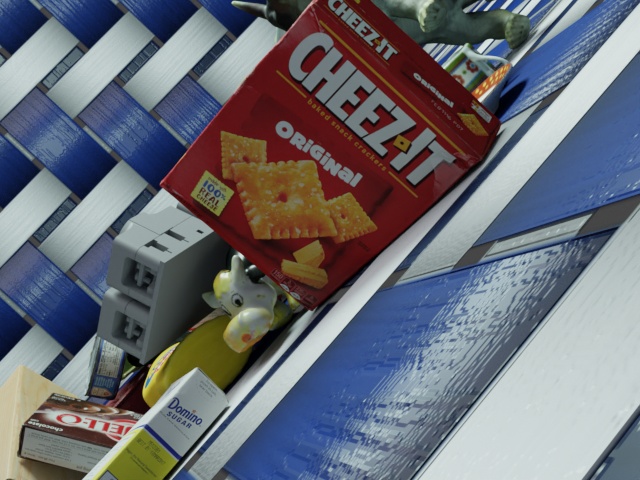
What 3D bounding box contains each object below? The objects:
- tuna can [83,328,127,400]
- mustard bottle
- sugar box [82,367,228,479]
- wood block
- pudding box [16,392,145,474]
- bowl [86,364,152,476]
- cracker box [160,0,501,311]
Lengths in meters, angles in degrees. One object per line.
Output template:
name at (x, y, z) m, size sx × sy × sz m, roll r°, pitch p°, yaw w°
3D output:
tuna can at (-0.235, 0.132, 1.176) m, size 0.086 × 0.033 × 0.086 m, roll -167°, pitch 90°, yaw -76°
mustard bottle at (-0.125, 0.124, 1.021) m, size 0.096 × 0.058 × 0.192 m, roll -47°, pitch 4°, yaw -21°
sugar box at (-0.150, 0.182, 0.839) m, size 0.176 × 0.048 × 0.093 m, roll -45°, pitch 3°, yaw -26°
wood block at (-0.294, 0.227, 1.065) m, size 0.091 × 0.090 × 0.206 m, roll -50°, pitch 23°, yaw 10°
pudding box at (-0.219, 0.187, 1.017) m, size 0.090 × 0.113 × 0.039 m, roll -70°, pitch -9°, yaw -79°
bowl at (-0.226, 0.213, 1.201) m, size 0.162 × 0.055 × 0.162 m, roll -46°, pitch 4°, yaw 4°
cracker box at (0.002, -0.065, 0.812) m, size 0.214 × 0.164 × 0.072 m, roll -44°, pitch 9°, yaw 37°
